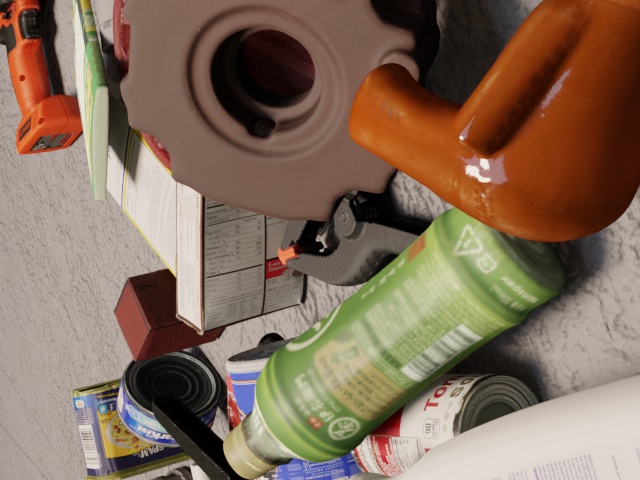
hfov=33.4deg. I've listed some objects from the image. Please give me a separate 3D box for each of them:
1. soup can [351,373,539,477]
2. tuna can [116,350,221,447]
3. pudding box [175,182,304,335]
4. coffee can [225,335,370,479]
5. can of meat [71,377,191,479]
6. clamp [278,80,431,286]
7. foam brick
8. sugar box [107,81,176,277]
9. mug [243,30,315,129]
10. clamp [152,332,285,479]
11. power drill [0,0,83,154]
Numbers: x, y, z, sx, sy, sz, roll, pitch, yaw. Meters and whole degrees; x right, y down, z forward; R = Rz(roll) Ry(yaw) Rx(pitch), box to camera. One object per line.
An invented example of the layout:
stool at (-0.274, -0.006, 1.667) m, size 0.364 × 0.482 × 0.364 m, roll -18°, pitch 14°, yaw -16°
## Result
soup can at (0.071, 0.111, 0.618) m, size 0.102 × 0.068 × 0.068 m, roll -12°, pitch 91°, yaw 56°
tuna can at (-0.128, 0.132, 0.906) m, size 0.086 × 0.085 × 0.034 m, roll 49°, pitch 136°, yaw 36°
pudding box at (-0.055, 0.001, 0.748) m, size 0.039 × 0.089 × 0.113 m, roll 30°, pitch 125°, yaw 48°
coffee can at (0.003, 0.134, 0.696) m, size 0.103 × 0.102 × 0.140 m, roll -12°, pitch 91°, yaw 57°
can of meat at (-0.169, 0.166, 0.965) m, size 0.058 × 0.101 × 0.084 m, roll -14°, pitch 87°, yaw 57°
clamp at (0.033, -0.011, 0.660) m, size 0.172 × 0.039 × 0.120 m, roll -46°, pitch 58°, yaw 49°
foam brick at (-0.121, 0.057, 0.877) m, size 0.053 × 0.078 × 0.051 m, roll 61°, pitch 145°, yaw 26°
sugar box at (-0.133, -0.052, 0.888) m, size 0.176 × 0.048 × 0.093 m, roll 49°, pitch 138°, yaw 41°
mug at (-0.020, -0.122, 0.644) m, size 0.081 × 0.093 × 0.117 m, roll 29°, pitch 112°, yaw 2°
clamp at (-0.053, 0.185, 0.797) m, size 0.165 × 0.036 × 0.210 m, roll -23°, pitch 82°, yaw 46°
power drill at (-0.279, -0.191, 1.047) m, size 0.185 × 0.057 × 0.188 m, roll -29°, pitch 74°, yaw 59°
